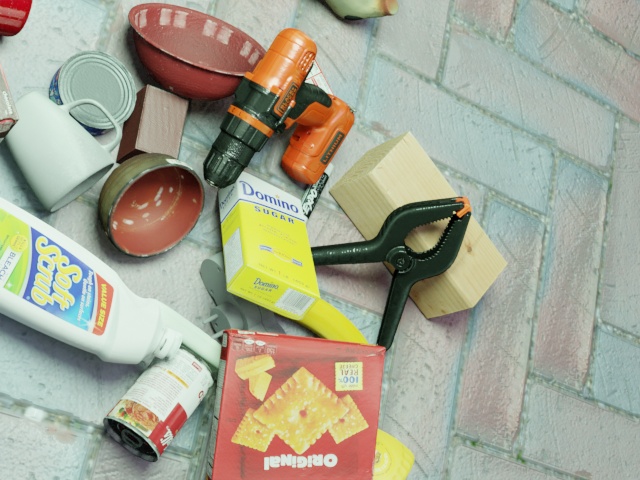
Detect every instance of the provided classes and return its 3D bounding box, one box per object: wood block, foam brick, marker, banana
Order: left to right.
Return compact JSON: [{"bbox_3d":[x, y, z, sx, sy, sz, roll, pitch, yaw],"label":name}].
[{"bbox_3d":[-0.179,-0.118,1.143,0.051,0.053,0.078,19,69,-29],"label":"foam brick"},{"bbox_3d":[-0.015,-0.042,1.253,0.020,0.020,0.121,36,61,-21],"label":"marker"},{"bbox_3d":[0.008,0.110,1.221,0.197,0.037,0.069,49,57,-14],"label":"banana"},{"bbox_3d":[0.119,-0.016,1.293,0.206,0.090,0.090,52,56,-12],"label":"wood block"}]

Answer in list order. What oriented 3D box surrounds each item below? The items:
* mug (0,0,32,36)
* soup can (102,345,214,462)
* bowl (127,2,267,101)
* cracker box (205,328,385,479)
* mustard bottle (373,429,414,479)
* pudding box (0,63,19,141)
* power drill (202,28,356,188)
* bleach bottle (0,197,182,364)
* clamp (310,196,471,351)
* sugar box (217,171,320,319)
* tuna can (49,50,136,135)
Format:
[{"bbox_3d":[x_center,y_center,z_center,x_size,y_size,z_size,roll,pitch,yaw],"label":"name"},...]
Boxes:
[{"bbox_3d":[-0.338,-0.236,1.054,0.081,0.093,0.117,6,106,-37],"label":"mug"},{"bbox_3d":[-0.162,0.162,1.078,0.068,0.069,0.102,46,58,-16],"label":"soup can"},{"bbox_3d":[-0.138,-0.198,1.160,0.162,0.055,0.162,19,27,-10],"label":"bowl"},{"bbox_3d":[-0.028,0.204,1.083,0.164,0.072,0.214,7,84,-9],"label":"cracker box"},{"bbox_3d":[0.007,0.211,1.167,0.191,0.058,0.096,40,50,1],"label":"mustard bottle"},{"bbox_3d":[-0.327,-0.139,1.014,0.039,0.114,0.090,-17,88,-32],"label":"pudding box"},{"bbox_3d":[-0.040,-0.121,1.164,0.184,0.057,0.187,-57,157,1],"label":"power drill"},{"bbox_3d":[-0.247,0.042,1.031,0.250,0.068,0.102,28,68,-16],"label":"bleach bottle"},{"bbox_3d":[0.081,0.015,1.222,0.164,0.210,0.036,40,18,-15],"label":"clamp"},{"bbox_3d":[-0.057,0.001,1.144,0.093,0.048,0.176,26,32,-26],"label":"sugar box"},{"bbox_3d":[-0.240,-0.154,1.123,0.086,0.034,0.086,8,74,-32],"label":"tuna can"}]
